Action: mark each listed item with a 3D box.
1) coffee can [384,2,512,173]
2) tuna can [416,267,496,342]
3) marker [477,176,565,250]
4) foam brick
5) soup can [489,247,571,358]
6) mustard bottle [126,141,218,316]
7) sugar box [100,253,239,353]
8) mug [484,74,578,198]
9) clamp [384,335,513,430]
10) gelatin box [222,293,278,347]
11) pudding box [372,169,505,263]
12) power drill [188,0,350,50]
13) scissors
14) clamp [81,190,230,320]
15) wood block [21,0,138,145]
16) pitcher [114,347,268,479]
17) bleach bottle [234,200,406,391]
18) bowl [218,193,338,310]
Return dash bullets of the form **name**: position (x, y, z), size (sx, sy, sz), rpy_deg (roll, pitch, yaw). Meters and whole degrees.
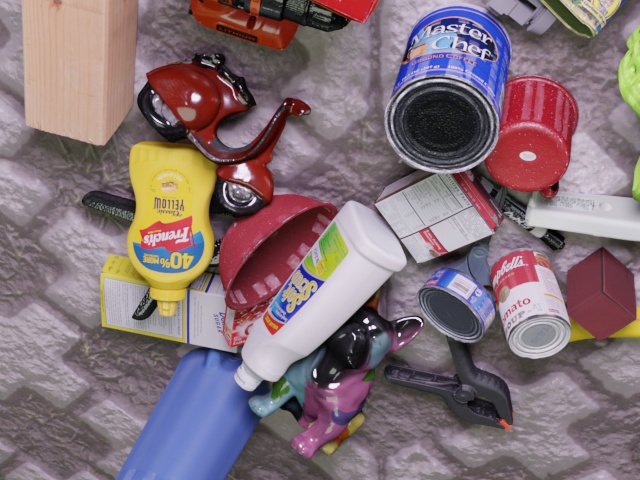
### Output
- **coffee can**: position (0.120, -0.143, 0.988), size (0.103, 0.140, 0.103), rpy_deg (8, 130, 9)
- **tuna can**: position (0.150, 0.071, 1.175), size (0.086, 0.033, 0.086), rpy_deg (31, 151, 19)
- **marker**: position (0.212, -0.027, 1.135), size (0.121, 0.020, 0.020), rpy_deg (35, 129, -13)
- **foam brick**: position (0.300, 0.057, 1.140), size (0.053, 0.078, 0.051), rpy_deg (38, 126, -16)
- **soup can**: position (0.222, 0.067, 1.133), size (0.068, 0.102, 0.068), rpy_deg (-2, 133, -3)
- **mustard bottle**: position (-0.165, -0.010, 1.178), size (0.096, 0.058, 0.192), rpy_deg (5, 102, 1)
- **sugar box**: position (-0.181, 0.077, 1.314), size (0.176, 0.048, 0.093), rpy_deg (10, 129, 4)
- **mug**: position (0.207, -0.092, 1.043), size (0.093, 0.081, 0.117), rpy_deg (-13, 123, 24)
- **clamp**: position (0.176, 0.169, 1.291), size (0.171, 0.039, 0.120), rpy_deg (29, 135, -15)
- **gelatin box**: position (-0.069, 0.084, 1.267), size (0.089, 0.030, 0.073), rpy_deg (-12, 135, -27)
- **pudding box**: position (0.123, -0.033, 1.123), size (0.114, 0.039, 0.090), rpy_deg (-26, 106, 42)
- **power drill**: position (-0.058, -0.219, 0.956), size (0.184, 0.187, 0.057), rpy_deg (21, 90, 1)
- **scissors**: position (0.188, 0.021, 1.172), size (0.096, 0.016, 0.202), rpy_deg (24, 136, -10)
- **clamp**: position (-0.158, 0.004, 1.233), size (0.210, 0.036, 0.164), rpy_deg (-10, 107, 13)
- **wood block**: position (-0.240, -0.211, 1.070), size (0.091, 0.090, 0.206), rpy_deg (16, 131, 4)
- **pitcher**: position (-0.165, 0.266, 1.330), size (0.145, 0.242, 0.149), rpy_deg (-30, 109, 36)
- **bleach bottle**: position (-0.013, 0.078, 1.187), size (0.068, 0.102, 0.251), rpy_deg (27, 114, -29)
- **bowl**: position (-0.058, 0.001, 1.171), size (0.055, 0.161, 0.162), rpy_deg (46, 133, 19)
